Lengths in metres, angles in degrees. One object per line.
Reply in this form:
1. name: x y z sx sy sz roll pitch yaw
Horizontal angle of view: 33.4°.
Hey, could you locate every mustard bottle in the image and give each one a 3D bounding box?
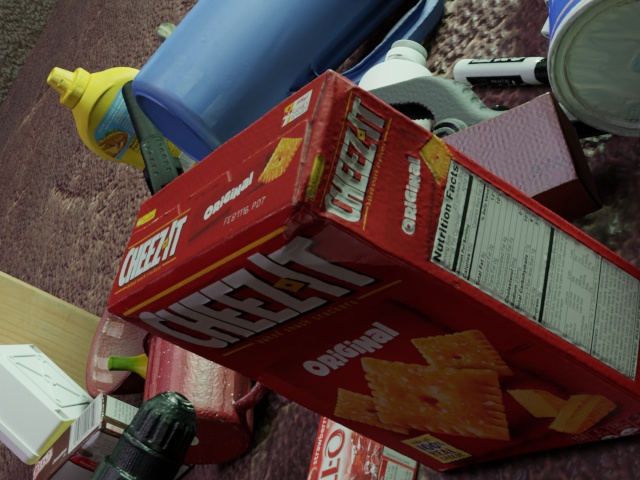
1. mustard bottle: -0.191 -0.122 1.097 0.096 0.191 0.058 -57 25 8

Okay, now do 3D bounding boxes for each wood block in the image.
1. wood block: -0.327 0.089 1.117 0.090 0.205 0.091 -4 60 61

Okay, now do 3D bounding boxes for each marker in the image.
1. marker: 0.126 -0.110 0.696 0.020 0.020 0.121 -63 25 -4

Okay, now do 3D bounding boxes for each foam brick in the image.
1. foam brick: 0.099 -0.032 0.561 0.078 0.051 0.053 -21 65 20

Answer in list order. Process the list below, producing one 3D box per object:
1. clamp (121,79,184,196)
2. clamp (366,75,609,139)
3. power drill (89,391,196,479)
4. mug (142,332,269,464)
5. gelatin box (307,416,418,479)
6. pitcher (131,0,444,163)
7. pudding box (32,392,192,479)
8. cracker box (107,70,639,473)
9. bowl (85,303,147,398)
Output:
1. clamp: -0.142 -0.050 0.995 0.036 0.164 0.210 -21 26 -6
2. clamp: 0.089 -0.058 0.628 0.120 0.039 0.172 -49 56 -1
3. power drill: -0.081 0.203 0.627 0.188 0.057 0.184 27 89 36
4. mug: -0.079 0.109 0.785 0.117 0.093 0.081 -23 47 27
5. gelatin box: 0.022 0.140 0.622 0.073 0.030 0.089 -26 42 51
6. pitcher: -0.027 -0.168 0.857 0.242 0.145 0.149 -49 20 -12
7. pudding box: -0.169 0.182 0.864 0.114 0.090 0.039 -44 31 31
8. cracker box: 0.034 0.032 0.494 0.164 0.213 0.072 -28 41 50
9. bowl: -0.152 0.079 0.978 0.162 0.055 0.162 -43 31 33
